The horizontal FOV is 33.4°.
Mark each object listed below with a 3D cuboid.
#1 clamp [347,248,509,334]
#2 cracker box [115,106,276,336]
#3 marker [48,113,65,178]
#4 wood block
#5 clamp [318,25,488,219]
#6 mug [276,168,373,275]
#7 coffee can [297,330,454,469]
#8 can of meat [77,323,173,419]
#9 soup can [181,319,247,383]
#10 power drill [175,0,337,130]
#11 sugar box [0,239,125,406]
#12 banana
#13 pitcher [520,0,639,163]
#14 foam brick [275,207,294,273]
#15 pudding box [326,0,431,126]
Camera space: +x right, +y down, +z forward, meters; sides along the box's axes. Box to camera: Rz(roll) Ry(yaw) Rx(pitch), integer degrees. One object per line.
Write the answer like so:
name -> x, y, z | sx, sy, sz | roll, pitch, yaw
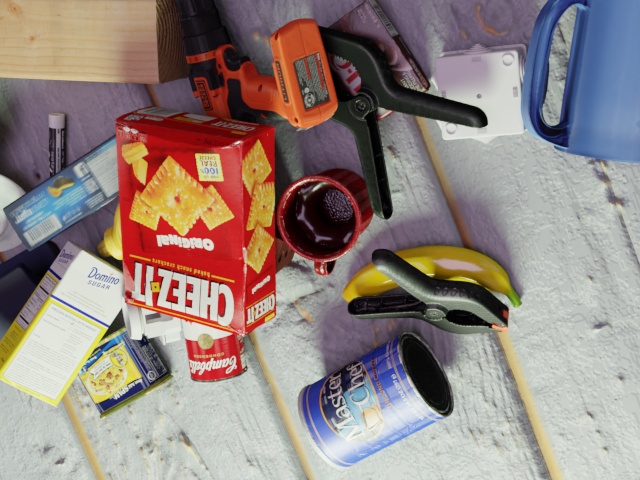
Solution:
clamp -> 0.117, 0.057, 1.114 | 0.171, 0.039, 0.120 | 8, 151, 1
cracker box -> -0.131, -0.022, 1.118 | 0.164, 0.072, 0.214 | 13, 113, 28
marker -> -0.315, -0.091, 1.275 | 0.020, 0.020, 0.121 | 9, 107, 16
wood block -> -0.253, -0.225, 1.180 | 0.206, 0.090, 0.090 | 5, 106, 17
clamp -> 0.047, -0.131, 1.090 | 0.210, 0.036, 0.165 | 42, 123, 7
mug -> 0.010, -0.020, 1.148 | 0.093, 0.081, 0.117 | 5, 105, 17
coffee can -> 0.060, 0.176, 1.171 | 0.140, 0.102, 0.103 | -32, 92, 23
can of meat -> -0.243, 0.156, 1.295 | 0.102, 0.057, 0.084 | -30, 91, 23
soup can -> -0.125, 0.106, 1.235 | 0.069, 0.068, 0.102 | -4, 102, 20
power drill -> -0.072, -0.185, 1.103 | 0.188, 0.057, 0.184 | 8, 121, 51
sugar box -> -0.302, 0.096, 1.246 | 0.048, 0.093, 0.176 | 25, 81, 48
banana -> 0.116, 0.039, 1.151 | 0.198, 0.037, 0.069 | 2, 104, 18
pitcher -> 0.284, -0.193, 0.982 | 0.145, 0.149, 0.243 | 12, 105, 35
foam brick -> -0.058, 0.001, 1.180 | 0.051, 0.078, 0.053 | 24, 113, 11
pudding box -> 0.048, -0.182, 1.116 | 0.090, 0.039, 0.113 | -32, 92, 24
